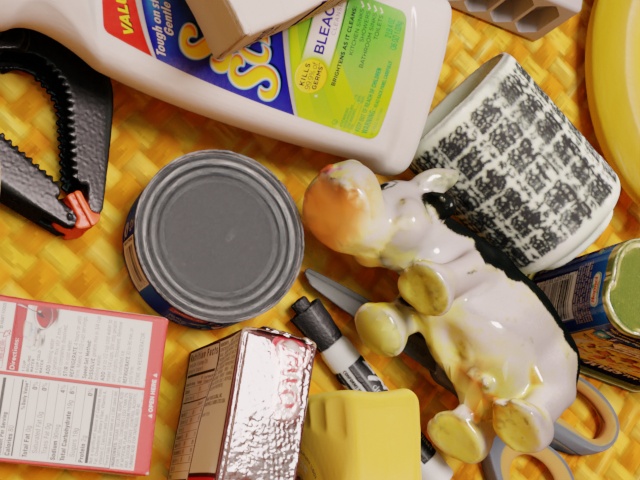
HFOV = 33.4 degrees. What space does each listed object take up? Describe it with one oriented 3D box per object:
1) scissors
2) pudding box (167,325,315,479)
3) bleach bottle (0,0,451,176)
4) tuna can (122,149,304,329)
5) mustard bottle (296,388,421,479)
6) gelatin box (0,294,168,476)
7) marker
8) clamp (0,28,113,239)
[{"bbox_3d":[0.072,0.090,0.569,0.201,0.016,0.096,19,71,-17],"label":"scissors"},{"bbox_3d":[-0.041,0.100,0.479,0.039,0.090,0.113,16,73,-17],"label":"pudding box"},{"bbox_3d":[-0.064,-0.103,0.502,0.250,0.068,0.102,10,102,-26],"label":"bleach bottle"},{"bbox_3d":[-0.053,0.001,0.527,0.086,0.034,0.086,5,76,-22],"label":"tuna can"},{"bbox_3d":[0.017,0.166,0.483,0.058,0.096,0.191,1,78,-20],"label":"mustard bottle"},{"bbox_3d":[-0.119,0.067,0.487,0.089,0.030,0.073,10,75,-18],"label":"gelatin box"},{"bbox_3d":[0.025,0.078,0.550,0.020,0.020,0.121,-40,94,-25],"label":"marker"},{"bbox_3d":[-0.152,-0.103,0.508,0.164,0.036,0.210,-35,95,-28],"label":"clamp"}]
